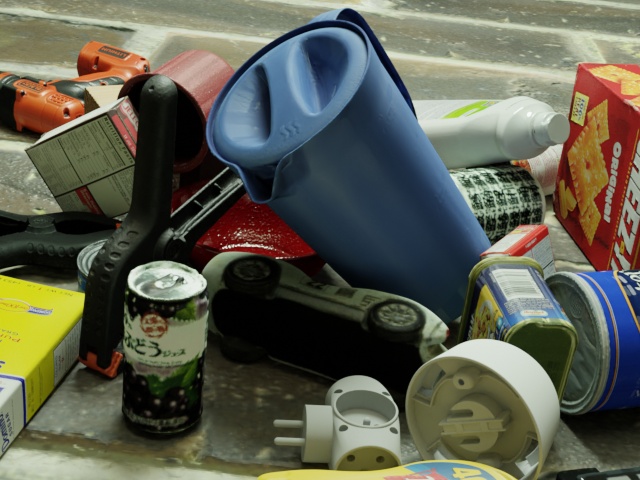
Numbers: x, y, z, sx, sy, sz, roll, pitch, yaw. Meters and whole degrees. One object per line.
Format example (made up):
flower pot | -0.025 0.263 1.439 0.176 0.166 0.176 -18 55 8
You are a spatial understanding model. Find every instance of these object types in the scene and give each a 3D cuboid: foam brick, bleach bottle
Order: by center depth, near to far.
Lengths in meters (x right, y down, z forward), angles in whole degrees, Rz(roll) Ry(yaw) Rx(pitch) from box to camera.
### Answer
foam brick | -0.101 -0.065 1.016 0.051 0.078 0.053 -7 32 -26
bleach bottle | 0.133 -0.102 1.042 0.102 0.068 0.251 -31 20 -29

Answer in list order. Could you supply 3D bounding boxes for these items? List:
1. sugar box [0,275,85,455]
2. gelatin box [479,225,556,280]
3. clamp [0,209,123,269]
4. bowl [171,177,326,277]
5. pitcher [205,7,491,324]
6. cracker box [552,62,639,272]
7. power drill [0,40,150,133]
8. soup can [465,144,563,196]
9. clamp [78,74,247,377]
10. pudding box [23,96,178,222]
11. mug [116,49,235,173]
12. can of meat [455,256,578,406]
sugar box | -0.230 0.086 0.719 0.093 0.048 0.176 10 25 8
gelatin box | 0.161 0.040 0.847 0.030 0.089 0.073 -2 17 37
clamp | -0.245 -0.005 0.908 0.171 0.039 0.120 -1 32 -22
bowl | -0.056 0.001 0.916 0.162 0.055 0.162 5 26 -3
pitcher | 0.038 -0.046 0.807 0.149 0.242 0.145 -40 39 2
cracker box | 0.286 -0.054 0.980 0.072 0.164 0.214 1 27 -8
power drill | -0.301 -0.177 1.223 0.185 0.057 0.187 23 33 23
soup can | 0.210 -0.074 1.112 0.102 0.068 0.069 -15 33 -37
clamp | -0.115 0.000 0.789 0.036 0.210 0.164 19 -3 27
pudding box | -0.192 -0.065 0.933 0.114 0.090 0.039 -17 20 32
mug | -0.128 -0.113 0.947 0.117 0.093 0.081 -28 13 37
can of meat | 0.138 0.076 0.759 0.057 0.102 0.084 2 29 -10
